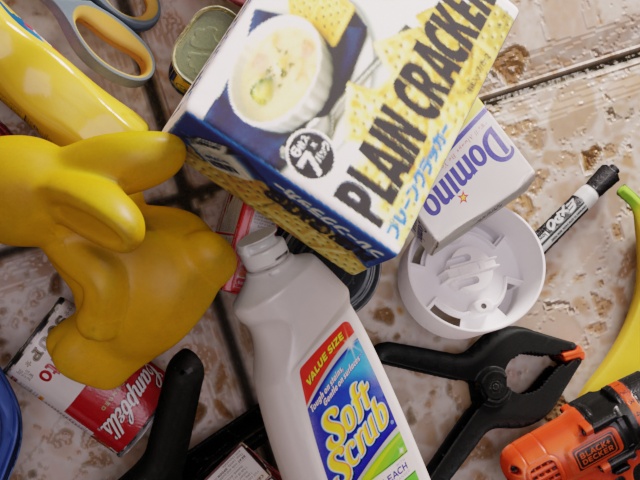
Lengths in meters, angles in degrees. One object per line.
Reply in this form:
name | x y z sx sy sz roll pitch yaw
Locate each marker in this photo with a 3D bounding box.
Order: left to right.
marker | 0.193 -0.017 0.847 0.121 0.020 0.020 -44 99 -8

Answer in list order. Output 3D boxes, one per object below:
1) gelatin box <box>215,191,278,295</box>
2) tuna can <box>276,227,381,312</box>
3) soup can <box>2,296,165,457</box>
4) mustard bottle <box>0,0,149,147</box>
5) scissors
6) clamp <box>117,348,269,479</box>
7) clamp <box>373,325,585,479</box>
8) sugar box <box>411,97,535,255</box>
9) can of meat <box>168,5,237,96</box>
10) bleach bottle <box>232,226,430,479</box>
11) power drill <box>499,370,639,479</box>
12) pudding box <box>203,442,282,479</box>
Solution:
gelatin box | -0.055 0.001 0.759 0.030 0.089 0.073 16 88 -15
tuna can | 0.002 0.018 0.800 0.086 0.034 0.086 0 91 -12
soup can | -0.161 0.095 0.750 0.102 0.068 0.068 38 83 -9
mustard bottle | -0.205 -0.118 0.723 0.191 0.096 0.058 41 83 -9
scissors | -0.186 -0.189 0.732 0.201 0.016 0.096 43 49 -21
clamp | -0.108 0.163 0.740 0.210 0.164 0.036 -48 58 0
clamp | 0.120 0.106 0.824 0.171 0.039 0.120 -28 96 -17
sugar box | 0.068 -0.087 0.783 0.093 0.048 0.176 -34 78 -10
can of meat | -0.058 -0.113 0.760 0.102 0.084 0.057 35 84 -10
bleach bottle | -0.001 0.112 0.716 0.102 0.068 0.251 -31 108 -25
power drill | 0.250 0.195 0.824 0.184 0.057 0.187 -27 104 -1
pudding box | -0.072 0.202 0.757 0.113 0.090 0.039 -46 63 -9
